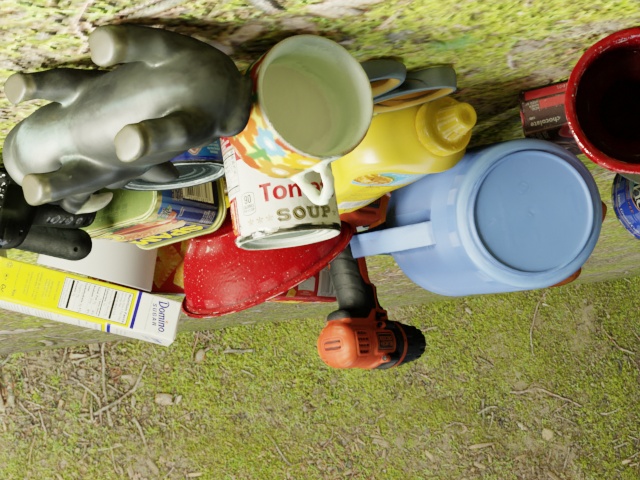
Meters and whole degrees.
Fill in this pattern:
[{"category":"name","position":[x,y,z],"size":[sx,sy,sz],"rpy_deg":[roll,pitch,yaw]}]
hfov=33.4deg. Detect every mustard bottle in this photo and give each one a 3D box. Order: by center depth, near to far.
[{"category":"mustard bottle","position":[0.052,-0.066,0.800],"size":[0.096,0.058,0.192],"rpy_deg":[-8,173,-31]}]

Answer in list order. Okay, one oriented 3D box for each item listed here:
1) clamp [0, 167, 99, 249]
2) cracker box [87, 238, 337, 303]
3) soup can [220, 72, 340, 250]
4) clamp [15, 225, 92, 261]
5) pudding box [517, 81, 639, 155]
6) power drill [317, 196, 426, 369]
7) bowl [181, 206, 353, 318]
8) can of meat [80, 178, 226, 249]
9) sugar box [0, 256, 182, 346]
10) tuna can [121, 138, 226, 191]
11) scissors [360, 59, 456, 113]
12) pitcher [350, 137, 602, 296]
[{"category":"clamp","position":[-0.227,-0.032,0.733],"size":[0.165,0.036,0.209],"rpy_deg":[16,-171,14]},{"category":"cracker box","position":[-0.109,0.025,1.117],"size":[0.214,0.072,0.164],"rpy_deg":[2,177,27]},{"category":"soup can","position":[-0.027,-0.050,0.667],"size":[0.068,0.102,0.068],"rpy_deg":[-8,172,-1]},{"category":"clamp","position":[-0.256,-0.014,0.785],"size":[0.120,0.039,0.171],"rpy_deg":[16,-169,41]},{"category":"pudding box","position":[0.206,-0.096,0.826],"size":[0.090,0.039,0.113],"rpy_deg":[-11,172,18]},{"category":"power drill","position":[0.050,0.041,1.106],"size":[0.057,0.187,0.184],"rpy_deg":[-15,169,28]},{"category":"bowl","position":[-0.056,0.001,0.902],"size":[0.162,0.055,0.162],"rpy_deg":[-24,-163,7]},{"category":"can of meat","position":[-0.141,-0.031,0.857],"size":[0.102,0.057,0.083],"rpy_deg":[-14,168,30]},{"category":"sugar box","position":[-0.225,0.061,1.034],"size":[0.176,0.048,0.093],"rpy_deg":[12,169,-10]},{"category":"tuna can","position":[-0.106,-0.060,0.757],"size":[0.086,0.034,0.086],"rpy_deg":[-8,172,-1]},{"category":"scissors","position":[-0.008,-0.089,0.726],"size":[0.202,0.016,0.096],"rpy_deg":[-12,170,23]},{"category":"pitcher","position":[0.126,-0.015,0.863],"size":[0.145,0.149,0.243],"rpy_deg":[35,176,-4]}]
